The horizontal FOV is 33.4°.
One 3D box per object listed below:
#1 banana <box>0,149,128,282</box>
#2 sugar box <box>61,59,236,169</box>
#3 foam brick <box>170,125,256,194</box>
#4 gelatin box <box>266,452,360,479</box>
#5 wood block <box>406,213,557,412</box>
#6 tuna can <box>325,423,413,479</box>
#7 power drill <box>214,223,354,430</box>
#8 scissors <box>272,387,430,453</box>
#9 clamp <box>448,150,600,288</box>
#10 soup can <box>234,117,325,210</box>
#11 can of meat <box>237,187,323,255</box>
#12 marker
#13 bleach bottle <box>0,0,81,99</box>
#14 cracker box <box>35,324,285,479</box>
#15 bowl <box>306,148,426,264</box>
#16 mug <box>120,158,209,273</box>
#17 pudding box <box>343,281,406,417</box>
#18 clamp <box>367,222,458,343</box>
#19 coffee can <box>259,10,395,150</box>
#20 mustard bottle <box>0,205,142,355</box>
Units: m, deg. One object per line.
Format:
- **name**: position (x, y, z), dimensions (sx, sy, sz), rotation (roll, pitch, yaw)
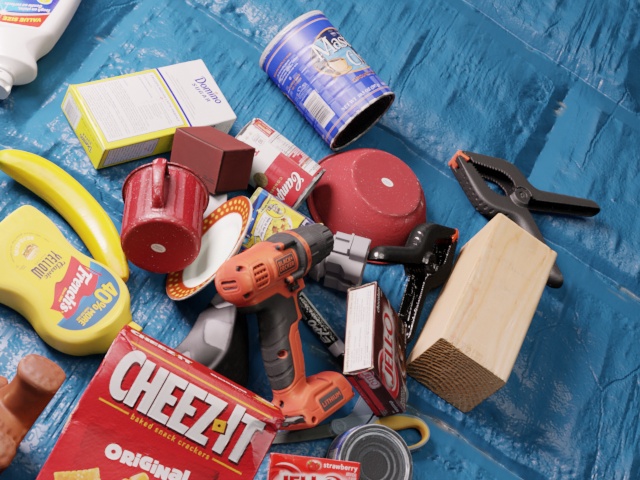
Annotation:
- **banana**: position (-0.265, -0.033, 1.103), dimensions (0.198, 0.037, 0.069), rotation (40, 44, -3)
- **sugar box**: position (-0.193, -0.145, 1.211), dimensions (0.175, 0.048, 0.093), rotation (-17, 68, -38)
- **foam brick**: position (-0.121, -0.090, 1.179), dimensions (0.078, 0.053, 0.051), rotation (28, 25, 33)
- **gelatin box**: position (-0.010, 0.246, 1.027), dimensions (0.089, 0.030, 0.073), rotation (8, 76, -2)
- **wood block**: position (0.186, 0.081, 1.222), dimensions (0.090, 0.091, 0.205), rotation (35, 50, -3)
- **tuna can**: position (0.050, 0.229, 1.081), dimensions (0.086, 0.034, 0.086), rotation (7, 70, -21)
- **power drill**: position (-0.024, 0.084, 1.080), dimensions (0.184, 0.057, 0.187), rotation (-26, 101, -55)
- **scissors**: position (0.023, 0.181, 1.123), dimensions (0.201, 0.016, 0.096), rotation (11, 54, -20)
- **clamp**: position (0.253, -0.040, 1.369), dimensions (0.210, 0.036, 0.164), rotation (31, 50, -3)
- **soup can**: position (-0.054, -0.085, 1.225), dimensions (0.102, 0.069, 0.068), rotation (38, 50, 1)
- **can of meat**: position (-0.058, 0.002, 1.174), dimensions (0.084, 0.058, 0.102), rotation (33, 51, -2)
- **marker**: position (0.003, 0.098, 1.165), dimensions (0.020, 0.020, 0.121), rotation (-31, 76, -38)
- **bleach bottle**: position (-0.324, -0.260, 1.210), dimensions (0.102, 0.068, 0.250), rotation (19, 55, -14)
- **cracker box**: position (-0.151, 0.205, 0.919), dimensions (0.164, 0.072, 0.213), rotation (29, 86, -6)
- **bowl**: position (0.067, -0.054, 1.274), dimensions (0.162, 0.055, 0.162), rotation (13, 54, -19)
- **mug**: position (-0.161, -0.029, 1.094), dimensions (0.093, 0.117, 0.081), rotation (2, 43, -4)
- **pudding box**: position (0.059, 0.115, 1.121), dimensions (0.090, 0.039, 0.113), rotation (57, 26, -43)
- **clamp**: position (0.114, 0.041, 1.234), dimensions (0.171, 0.039, 0.120), rotation (-29, 117, -48)
- **coffee can**: position (0.008, -0.195, 1.306), dimensions (0.102, 0.103, 0.140), rotation (-32, 77, -38)
- **mustard bottle**: position (-0.245, 0.056, 1.043), dimensions (0.191, 0.058, 0.096), rotation (38, 51, 0)
